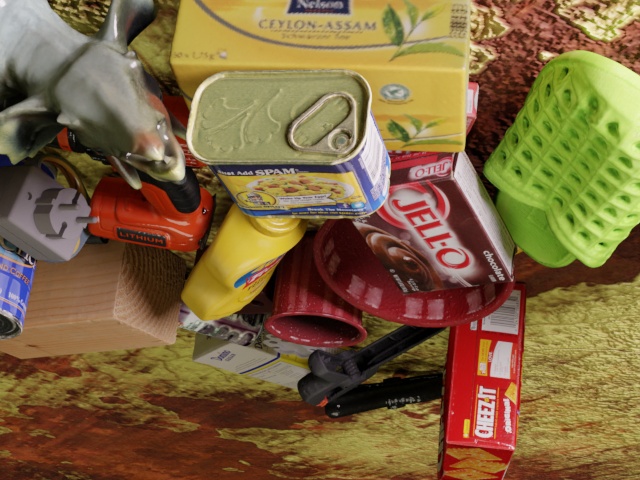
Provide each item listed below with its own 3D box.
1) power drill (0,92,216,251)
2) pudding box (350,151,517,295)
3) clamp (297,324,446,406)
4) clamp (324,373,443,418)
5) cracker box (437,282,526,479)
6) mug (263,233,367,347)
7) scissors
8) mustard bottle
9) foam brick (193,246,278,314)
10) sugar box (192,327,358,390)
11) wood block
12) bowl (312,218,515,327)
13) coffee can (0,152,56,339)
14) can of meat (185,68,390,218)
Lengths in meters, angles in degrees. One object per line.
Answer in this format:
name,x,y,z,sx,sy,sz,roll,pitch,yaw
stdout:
power drill,-0.157,-0.058,0.806,0.184,0.057,0.187,11,158,6
pudding box,0.078,-0.012,0.758,0.090,0.039,0.113,-8,137,32
clamp,0.040,0.132,1.139,0.164,0.036,0.210,-18,163,-21
clamp,0.083,0.186,1.305,0.171,0.039,0.120,-7,-175,-7
cracker box,0.158,0.153,1.079,0.072,0.164,0.214,6,157,6
mug,0.000,0.050,0.983,0.093,0.081,0.117,5,157,4
scissors,-0.193,-0.002,0.911,0.016,0.096,0.201,-6,151,21
mustard bottle,-0.055,0.001,0.877,0.058,0.096,0.192,49,152,5
foam brick,-0.077,0.037,1.013,0.078,0.051,0.053,-3,155,21
sugar box,-0.049,0.133,1.238,0.176,0.048,0.094,23,150,-28
wood block,-0.245,0.057,1.058,0.206,0.090,0.090,-8,154,31
bowl,0.078,0.002,0.857,0.162,0.055,0.162,10,143,8
coffee can,-0.278,-0.002,0.862,0.103,0.140,0.103,5,157,2
can of meat,-0.014,-0.052,0.610,0.102,0.057,0.084,1,158,15
